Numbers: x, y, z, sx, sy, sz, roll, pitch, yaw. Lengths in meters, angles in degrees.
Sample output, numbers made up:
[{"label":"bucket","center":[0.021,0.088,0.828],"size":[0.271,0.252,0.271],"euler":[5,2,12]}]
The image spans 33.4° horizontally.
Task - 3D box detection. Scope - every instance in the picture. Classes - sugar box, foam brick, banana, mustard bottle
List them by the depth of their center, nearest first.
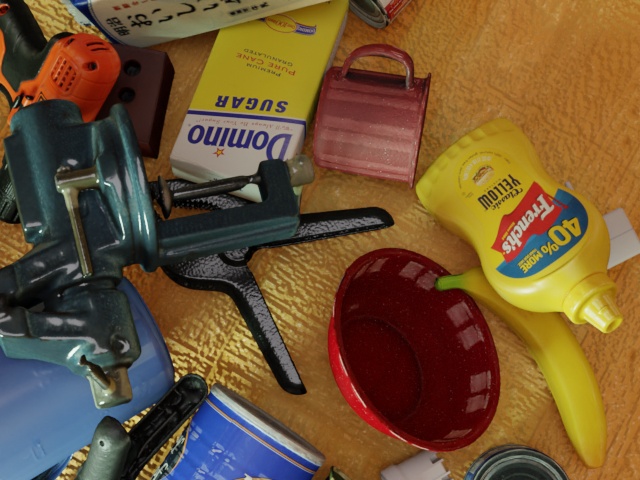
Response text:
[{"label":"mustard bottle","center":[0.160,-0.003,0.805],"size":[0.096,0.058,0.192],"euler":[-37,55,1]},{"label":"banana","center":[0.172,0.087,0.844],"size":[0.069,0.037,0.198],"euler":[-41,92,-16]},{"label":"sugar box","center":[-0.047,-0.122,0.852],"size":[0.093,0.048,0.176],"euler":[17,72,4]},{"label":"foam brick","center":[-0.152,-0.112,0.861],"size":[0.053,0.051,0.078],"euler":[10,83,1]}]

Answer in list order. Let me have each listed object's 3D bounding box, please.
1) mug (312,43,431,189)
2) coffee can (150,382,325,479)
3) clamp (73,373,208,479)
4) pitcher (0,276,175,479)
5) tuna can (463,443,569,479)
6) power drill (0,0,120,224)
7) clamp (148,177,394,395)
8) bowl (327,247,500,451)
[{"label":"mug","center":[0.041,-0.101,0.834],"size":[0.081,0.117,0.093],"euler":[9,43,5]},{"label":"coffee can","center":[-0.076,0.193,0.800],"size":[0.103,0.103,0.140],"euler":[34,84,3]},{"label":"clamp","center":[-0.146,0.165,0.772],"size":[0.039,0.120,0.172],"euler":[47,123,16]},{"label":"pitcher","center":[-0.233,0.126,0.785],"size":[0.242,0.149,0.145],"euler":[-27,89,-19]},{"label":"tuna can","center":[0.154,0.204,0.835],"size":[0.086,0.034,0.086],"euler":[0,83,-1]},{"label":"power drill","center":[-0.250,-0.129,0.835],"size":[0.188,0.057,0.185],"euler":[48,123,13]},{"label":"clamp","center":[-0.056,0.001,0.855],"size":[0.210,0.036,0.164],"euler":[34,79,7]},{"label":"bowl","center":[0.061,0.089,0.815],"size":[0.161,0.055,0.162],"euler":[19,55,-29]}]
